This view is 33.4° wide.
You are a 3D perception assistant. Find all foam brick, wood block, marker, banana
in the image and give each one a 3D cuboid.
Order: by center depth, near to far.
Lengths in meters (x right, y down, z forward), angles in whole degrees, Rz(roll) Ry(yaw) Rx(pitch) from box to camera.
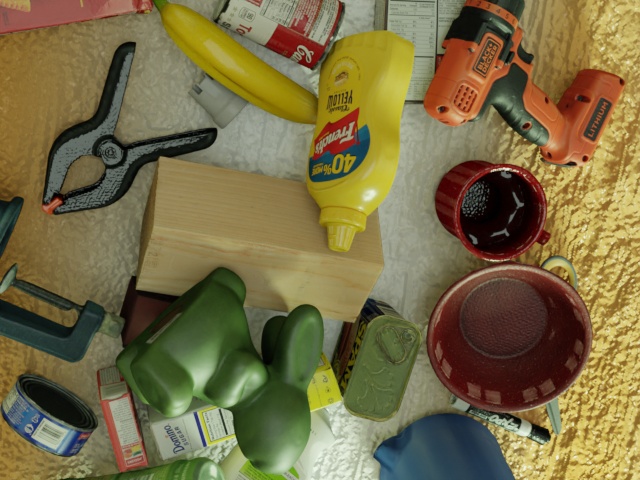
[{"bbox_3d":[-0.069,-0.158,0.962,0.197,0.069,0.037,36,120,-17],"label":"banana"},{"bbox_3d":[-0.057,0.001,0.974,0.206,0.091,0.090,10,136,-14],"label":"wood block"},{"bbox_3d":[-0.154,0.070,0.989,0.053,0.078,0.051,15,98,-17],"label":"foam brick"},{"bbox_3d":[0.190,0.186,1.117,0.121,0.020,0.020,25,95,-16],"label":"marker"}]

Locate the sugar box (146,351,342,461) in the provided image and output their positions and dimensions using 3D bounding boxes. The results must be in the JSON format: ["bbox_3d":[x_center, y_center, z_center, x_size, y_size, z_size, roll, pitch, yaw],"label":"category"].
[{"bbox_3d":[-0.075,0.148,1.014,0.176,0.093,0.048,-19,105,-7],"label":"sugar box"}]

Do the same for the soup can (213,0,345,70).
[{"bbox_3d":[-0.037,-0.205,0.961,0.102,0.068,0.068,24,96,-15],"label":"soup can"}]

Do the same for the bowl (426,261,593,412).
[{"bbox_3d":[0.185,0.088,1.065,0.162,0.055,0.162,1,109,3],"label":"bowl"}]

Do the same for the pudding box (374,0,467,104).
[{"bbox_3d":[0.097,-0.185,1.010,0.090,0.039,0.113,0,100,-12],"label":"pudding box"}]

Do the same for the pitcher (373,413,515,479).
[{"bbox_3d":[0.150,0.276,1.010,0.149,0.243,0.145,-17,108,-2],"label":"pitcher"}]

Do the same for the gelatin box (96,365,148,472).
[{"bbox_3d":[-0.185,0.163,0.996,0.030,0.089,0.073,-14,104,-11],"label":"gelatin box"}]

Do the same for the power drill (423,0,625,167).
[{"bbox_3d":[0.200,-0.166,1.005,0.187,0.057,0.184,27,90,-29],"label":"power drill"}]

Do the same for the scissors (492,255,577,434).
[{"bbox_3d":[0.245,0.100,1.111,0.096,0.016,0.201,-29,106,0],"label":"scissors"}]

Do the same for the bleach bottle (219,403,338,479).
[{"bbox_3d":[-0.058,0.249,1.031,0.102,0.068,0.250,40,73,-7],"label":"bleach bottle"}]

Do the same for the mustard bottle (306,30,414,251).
[{"bbox_3d":[0.030,-0.084,0.943,0.058,0.096,0.191,19,74,-40],"label":"mustard bottle"}]

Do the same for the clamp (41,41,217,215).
[{"bbox_3d":[-0.180,-0.081,0.973,0.120,0.039,0.171,38,98,-12],"label":"clamp"}]

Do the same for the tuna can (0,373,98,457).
[{"bbox_3d":[-0.250,0.161,0.983,0.086,0.086,0.034,34,94,-16],"label":"tuna can"}]

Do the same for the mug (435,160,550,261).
[{"bbox_3d":[0.170,-0.029,1.035,0.117,0.081,0.093,25,95,-16],"label":"mug"}]

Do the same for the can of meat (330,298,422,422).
[{"bbox_3d":[0.050,0.112,1.038,0.057,0.084,0.102,16,98,-15],"label":"can of meat"}]
